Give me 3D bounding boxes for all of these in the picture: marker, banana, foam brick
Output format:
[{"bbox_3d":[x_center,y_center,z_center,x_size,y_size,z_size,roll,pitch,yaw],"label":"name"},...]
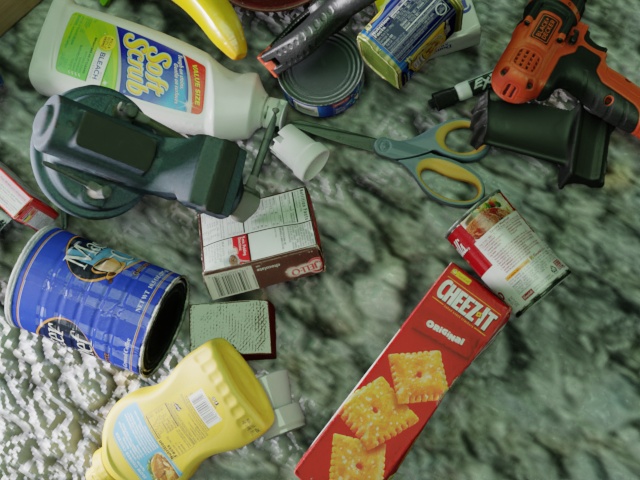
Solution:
[{"bbox_3d":[0.163,-0.155,1.042,0.121,0.020,0.020,-22,78,1],"label":"marker"},{"bbox_3d":[-0.140,-0.239,1.050,0.198,0.037,0.070,28,123,31],"label":"banana"},{"bbox_3d":[-0.082,0.086,1.006,0.078,0.051,0.053,-3,78,5],"label":"foam brick"}]

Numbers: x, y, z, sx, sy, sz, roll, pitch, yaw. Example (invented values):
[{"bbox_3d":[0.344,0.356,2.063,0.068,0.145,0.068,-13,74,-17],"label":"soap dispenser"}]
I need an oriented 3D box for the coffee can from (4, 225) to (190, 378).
[{"bbox_3d":[-0.207,0.057,0.999,0.140,0.103,0.103,20,82,9],"label":"coffee can"}]

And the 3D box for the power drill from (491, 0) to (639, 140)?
[{"bbox_3d":[0.272,-0.169,1.002,0.188,0.057,0.184,29,64,7],"label":"power drill"}]

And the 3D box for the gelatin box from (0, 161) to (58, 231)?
[{"bbox_3d":[-0.307,-0.050,1.044,0.089,0.073,0.030,40,85,11],"label":"gelatin box"}]

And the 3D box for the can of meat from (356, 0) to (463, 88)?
[{"bbox_3d":[0.081,-0.190,0.974,0.057,0.102,0.084,43,91,7],"label":"can of meat"}]

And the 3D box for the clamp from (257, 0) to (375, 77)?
[{"bbox_3d":[0.015,-0.221,1.001,0.172,0.120,0.039,-31,106,27],"label":"clamp"}]

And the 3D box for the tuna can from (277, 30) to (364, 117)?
[{"bbox_3d":[0.001,-0.165,1.049,0.086,0.034,0.086,-2,72,5],"label":"tuna can"}]

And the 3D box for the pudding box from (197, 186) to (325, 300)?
[{"bbox_3d":[-0.057,0.001,1.006,0.113,0.039,0.090,-13,41,2],"label":"pudding box"}]

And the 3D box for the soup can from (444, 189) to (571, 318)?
[{"bbox_3d":[0.173,0.012,0.985,0.068,0.068,0.102,-40,79,-2],"label":"soup can"}]

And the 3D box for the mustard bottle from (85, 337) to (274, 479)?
[{"bbox_3d":[-0.141,0.175,0.976,0.192,0.058,0.096,-34,89,19],"label":"mustard bottle"}]

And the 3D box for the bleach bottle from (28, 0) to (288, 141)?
[{"bbox_3d":[-0.153,-0.162,1.056,0.251,0.068,0.102,15,78,6],"label":"bleach bottle"}]

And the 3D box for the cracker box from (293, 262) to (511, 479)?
[{"bbox_3d":[0.073,0.133,0.924,0.072,0.164,0.213,38,85,9],"label":"cracker box"}]

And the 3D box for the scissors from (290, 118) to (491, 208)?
[{"bbox_3d":[0.079,-0.103,1.043,0.202,0.016,0.096,31,82,11],"label":"scissors"}]
